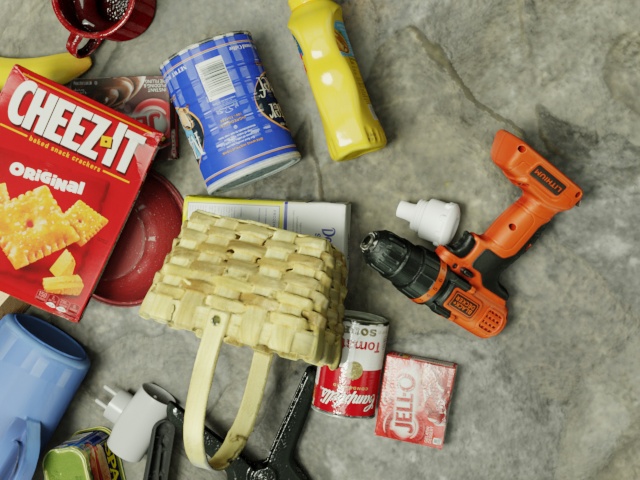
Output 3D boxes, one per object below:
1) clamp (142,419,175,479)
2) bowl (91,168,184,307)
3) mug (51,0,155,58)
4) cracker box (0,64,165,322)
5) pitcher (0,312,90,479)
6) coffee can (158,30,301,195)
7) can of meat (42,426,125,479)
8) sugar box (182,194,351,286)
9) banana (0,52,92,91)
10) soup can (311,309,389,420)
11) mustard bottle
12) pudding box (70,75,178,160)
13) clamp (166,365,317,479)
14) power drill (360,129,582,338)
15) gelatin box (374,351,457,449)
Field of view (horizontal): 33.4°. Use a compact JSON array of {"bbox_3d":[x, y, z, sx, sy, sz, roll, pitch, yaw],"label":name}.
[{"bbox_3d":[-0.181,0.277,1.150,0.039,0.120,0.172,13,134,-27],"label":"clamp"},{"bbox_3d":[-0.224,-0.005,1.156,0.162,0.055,0.162,1,93,11],"label":"bowl"},{"bbox_3d":[-0.230,-0.244,1.128,0.093,0.081,0.117,30,99,8],"label":"mug"},{"bbox_3d":[-0.274,-0.045,1.074,0.164,0.072,0.214,25,90,-9],"label":"cracker box"},{"bbox_3d":[-0.350,0.209,1.148,0.149,0.145,0.243,33,92,4],"label":"pitcher"},{"bbox_3d":[-0.093,-0.130,1.096,0.103,0.102,0.140,-22,89,12],"label":"coffee can"},{"bbox_3d":[-0.257,0.263,1.165,0.057,0.084,0.102,-12,91,12],"label":"can of meat"},{"bbox_3d":[-0.057,0.002,1.127,0.176,0.048,0.093,4,96,8],"label":"sugar box"},{"bbox_3d":[-0.350,-0.198,1.179,0.198,0.037,0.070,18,99,10],"label":"banana"},{"bbox_3d":[0.031,0.127,1.105,0.068,0.068,0.102,10,95,11],"label":"soup can"},{"bbox_3d":[0.010,-0.177,1.075,0.058,0.096,0.191,-18,90,13],"label":"mustard bottle"},{"bbox_3d":[-0.211,-0.130,1.153,0.113,0.039,0.090,0,94,12],"label":"pudding box"},{"bbox_3d":[-0.073,0.246,1.139,0.164,0.036,0.210,-7,95,-4],"label":"clamp"},{"bbox_3d":[0.151,-0.012,1.041,0.184,0.057,0.188,32,100,-30],"label":"power drill"},{"bbox_3d":[0.099,0.166,1.112,0.073,0.030,0.089,10,95,11],"label":"gelatin box"}]
